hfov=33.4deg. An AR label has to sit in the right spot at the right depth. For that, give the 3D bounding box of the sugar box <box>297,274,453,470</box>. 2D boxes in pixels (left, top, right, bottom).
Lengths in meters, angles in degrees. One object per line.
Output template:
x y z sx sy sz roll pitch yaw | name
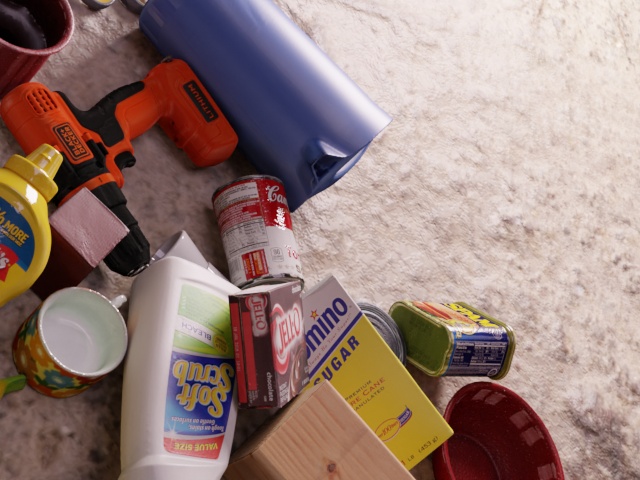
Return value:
0.027 0.126 0.939 0.093 0.048 0.176 -38 93 -7 | sugar box

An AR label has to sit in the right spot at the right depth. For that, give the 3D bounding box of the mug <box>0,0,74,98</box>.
-0.269 -0.165 0.872 0.093 0.082 0.117 52 43 -2 | mug

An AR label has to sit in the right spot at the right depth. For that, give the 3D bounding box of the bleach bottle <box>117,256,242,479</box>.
-0.102 0.134 0.803 0.102 0.068 0.251 33 36 -34 | bleach bottle

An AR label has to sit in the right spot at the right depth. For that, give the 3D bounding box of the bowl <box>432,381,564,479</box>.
0.159 0.219 1.018 0.161 0.055 0.162 21 52 -30 | bowl

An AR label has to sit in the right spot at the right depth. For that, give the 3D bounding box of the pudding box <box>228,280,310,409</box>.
-0.040 0.081 0.856 0.113 0.039 0.090 -15 101 -80 | pudding box

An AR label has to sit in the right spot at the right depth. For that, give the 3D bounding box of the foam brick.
-0.196 0.006 0.831 0.051 0.078 0.053 45 44 -7 | foam brick

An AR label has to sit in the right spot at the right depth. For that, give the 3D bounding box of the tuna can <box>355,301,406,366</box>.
0.039 0.102 1.005 0.086 0.034 0.086 21 52 -30 | tuna can

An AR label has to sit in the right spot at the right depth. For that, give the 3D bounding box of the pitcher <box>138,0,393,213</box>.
-0.055 -0.156 1.031 0.243 0.149 0.144 48 58 -2 | pitcher

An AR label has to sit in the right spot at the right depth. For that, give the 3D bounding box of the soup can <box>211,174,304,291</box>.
-0.056 0.001 0.960 0.068 0.069 0.102 7 60 -38 | soup can

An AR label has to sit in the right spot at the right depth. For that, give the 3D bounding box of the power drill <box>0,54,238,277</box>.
-0.159 -0.074 0.927 0.187 0.057 0.184 -32 87 -47 | power drill

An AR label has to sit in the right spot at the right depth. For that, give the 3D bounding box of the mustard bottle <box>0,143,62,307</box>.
-0.246 0.009 0.745 0.096 0.058 0.191 39 72 -10 | mustard bottle

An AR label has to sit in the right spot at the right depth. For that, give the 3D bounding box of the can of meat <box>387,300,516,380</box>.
0.123 0.096 1.037 0.083 0.102 0.057 5 104 -35 | can of meat

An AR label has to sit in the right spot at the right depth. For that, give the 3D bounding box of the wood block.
0.029 0.225 0.857 0.206 0.090 0.090 49 58 0 | wood block
